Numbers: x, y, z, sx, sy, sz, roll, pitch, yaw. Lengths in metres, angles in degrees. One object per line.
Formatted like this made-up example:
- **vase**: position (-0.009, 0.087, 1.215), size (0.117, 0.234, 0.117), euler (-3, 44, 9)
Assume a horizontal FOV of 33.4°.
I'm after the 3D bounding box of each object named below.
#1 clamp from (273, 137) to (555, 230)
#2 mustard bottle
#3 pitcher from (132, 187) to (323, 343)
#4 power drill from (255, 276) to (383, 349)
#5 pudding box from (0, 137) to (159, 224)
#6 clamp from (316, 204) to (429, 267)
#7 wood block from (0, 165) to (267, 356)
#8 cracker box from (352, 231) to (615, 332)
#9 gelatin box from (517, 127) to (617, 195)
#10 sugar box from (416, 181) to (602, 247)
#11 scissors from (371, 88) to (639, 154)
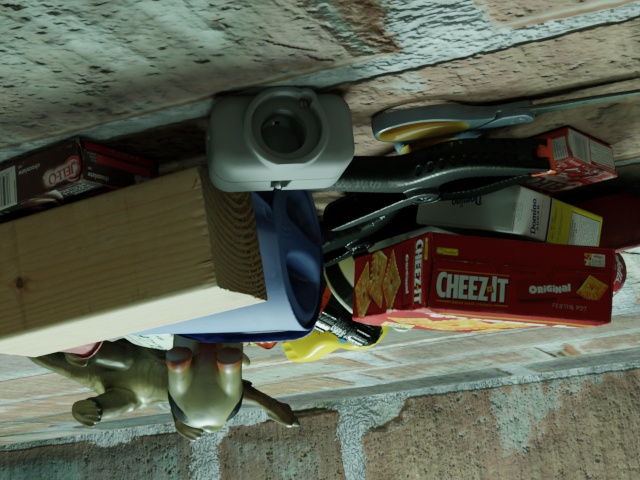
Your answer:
- **clamp**: position (0.070, -0.050, 0.815), size (0.210, 0.036, 0.164), euler (-11, 166, 21)
- **mustard bottle**: position (0.032, 0.089, 1.318), size (0.192, 0.096, 0.058), euler (-18, 162, 40)
- **pitcher**: position (-0.121, 0.027, 0.910), size (0.243, 0.149, 0.145), euler (-6, -178, 16)
- **power drill**: position (-0.041, 0.070, 1.161), size (0.184, 0.057, 0.188), euler (32, 155, -13)
- **pudding box**: position (-0.191, -0.038, 0.810), size (0.114, 0.039, 0.089), euler (-14, 164, 30)
- **clamp**: position (0.035, -0.014, 0.965), size (0.171, 0.039, 0.120), euler (-24, 157, 1)
- **wood block**: position (-0.155, 0.020, 0.795), size (0.206, 0.091, 0.090), euler (-14, 166, 19)
- **cracker box**: position (0.135, 0.043, 0.947), size (0.164, 0.072, 0.214), euler (5, 173, -14)
- **gelatin box**: position (0.196, -0.063, 0.893), size (0.073, 0.030, 0.089), euler (-16, 163, 36)
- **sugar box**: position (0.169, -0.019, 0.933), size (0.093, 0.048, 0.175), euler (6, 174, 36)
- **scissors**: position (0.137, -0.088, 0.794), size (0.201, 0.016, 0.096), euler (-5, 168, -1)
